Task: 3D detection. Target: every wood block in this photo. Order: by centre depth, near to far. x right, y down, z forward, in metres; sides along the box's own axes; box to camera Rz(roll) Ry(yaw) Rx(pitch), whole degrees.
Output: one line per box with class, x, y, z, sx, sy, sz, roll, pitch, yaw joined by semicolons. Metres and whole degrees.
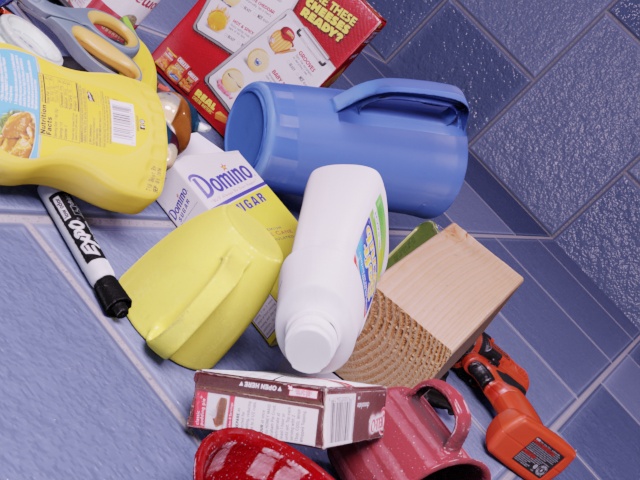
wood block;0.095;0.067;0.957;0.091;0.090;0.205;39;28;12

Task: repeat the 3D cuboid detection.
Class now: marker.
marker;-0.156;0.005;0.704;0.020;0.020;0.121;22;28;-56

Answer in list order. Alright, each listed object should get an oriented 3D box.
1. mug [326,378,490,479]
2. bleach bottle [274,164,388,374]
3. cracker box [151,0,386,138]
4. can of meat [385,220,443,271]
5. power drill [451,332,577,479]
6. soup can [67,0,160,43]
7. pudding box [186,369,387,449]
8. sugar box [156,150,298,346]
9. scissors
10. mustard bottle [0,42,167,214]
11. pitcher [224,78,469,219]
mug;0.061;0.146;0.728;0.093;0.117;0.082;6;32;-37
bleach bottle;0.007;0.028;0.735;0.250;0.068;0.102;-73;162;-68
cracker box;-0.058;-0.220;1.180;0.164;0.214;0.072;45;15;0
can of meat;0.123;0.036;1.203;0.083;0.102;0.057;32;20;-32
power drill;0.179;0.155;1.115;0.184;0.057;0.188;36;17;-30
soup can;-0.204;-0.235;1.052;0.068;0.102;0.068;41;15;-14
pudding box;-0.017;0.104;0.668;0.090;0.039;0.113;4;-7;22
sugar box;-0.056;0.001;0.891;0.176;0.048;0.093;52;33;17
scissors;-0.226;-0.198;0.887;0.201;0.016;0.096;39;29;-10
mustard bottle;-0.195;-0.080;0.696;0.191;0.058;0.096;13;60;-37
pitcher;0.031;-0.105;1.126;0.242;0.149;0.145;5;9;-31
